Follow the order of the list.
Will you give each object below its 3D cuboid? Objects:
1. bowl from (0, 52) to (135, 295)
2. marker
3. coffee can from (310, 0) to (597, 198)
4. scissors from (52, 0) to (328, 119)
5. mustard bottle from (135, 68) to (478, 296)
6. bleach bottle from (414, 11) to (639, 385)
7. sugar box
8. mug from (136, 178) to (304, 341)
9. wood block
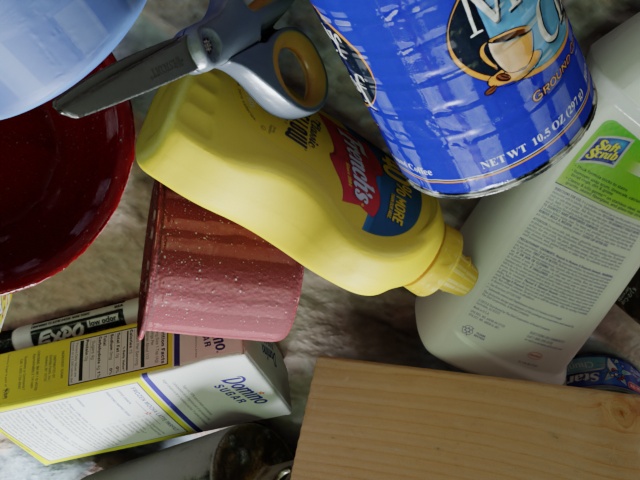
[{"bbox_3d":[-0.175,-0.050,0.527,0.162,0.162,0.055,16,172,-13],"label":"bowl"},{"bbox_3d":[-0.162,0.057,0.672,0.121,0.020,0.020,-14,129,11],"label":"marker"},{"bbox_3d":[0.055,-0.104,0.482,0.103,0.103,0.140,-20,127,16],"label":"coffee can"},{"bbox_3d":[-0.040,-0.067,0.450,0.016,0.201,0.096,-13,121,29],"label":"scissors"},{"bbox_3d":[0.003,-0.025,0.544,0.191,0.096,0.058,32,122,-19],"label":"mustard bottle"},{"bbox_3d":[0.150,-0.027,0.574,0.102,0.068,0.251,20,125,-16],"label":"bleach bottle"},{"bbox_3d":[-0.115,0.092,0.675,0.176,0.048,0.093,-15,145,9],"label":"sugar box"},{"bbox_3d":[-0.054,0.001,0.590,0.081,0.093,0.117,7,94,-12],"label":"mug"},{"bbox_3d":[0.097,0.130,0.612,0.206,0.091,0.090,4,161,27],"label":"wood block"}]
